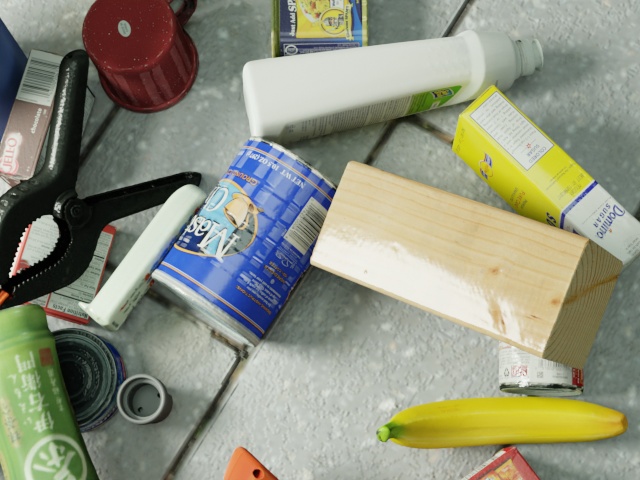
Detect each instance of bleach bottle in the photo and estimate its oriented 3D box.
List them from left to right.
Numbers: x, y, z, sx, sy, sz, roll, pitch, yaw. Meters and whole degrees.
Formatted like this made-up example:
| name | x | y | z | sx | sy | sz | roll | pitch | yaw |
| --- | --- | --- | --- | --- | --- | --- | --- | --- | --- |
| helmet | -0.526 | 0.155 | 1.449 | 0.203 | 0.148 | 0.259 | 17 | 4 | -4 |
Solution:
| name | x | y | z | sx | sy | sz | roll | pitch | yaw |
| --- | --- | --- | --- | --- | --- | --- | --- | --- | --- |
| bleach bottle | 0.062 | -0.134 | 0.907 | 0.250 | 0.102 | 0.068 | -11 | 84 | -5 |

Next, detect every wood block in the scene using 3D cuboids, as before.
| name | x | y | z | sx | sy | sz | roll | pitch | yaw |
| --- | --- | --- | --- | --- | --- | --- | --- | --- | --- |
| wood block | 0.108 | 0.016 | 0.817 | 0.206 | 0.090 | 0.090 | 21 | 89 | 33 |

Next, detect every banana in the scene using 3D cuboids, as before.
| name | x | y | z | sx | sy | sz | roll | pitch | yaw |
| --- | --- | --- | --- | --- | --- | --- | --- | --- | --- |
| banana | 0.137 | 0.147 | 0.843 | 0.197 | 0.069 | 0.037 | -3 | 100 | -5 |

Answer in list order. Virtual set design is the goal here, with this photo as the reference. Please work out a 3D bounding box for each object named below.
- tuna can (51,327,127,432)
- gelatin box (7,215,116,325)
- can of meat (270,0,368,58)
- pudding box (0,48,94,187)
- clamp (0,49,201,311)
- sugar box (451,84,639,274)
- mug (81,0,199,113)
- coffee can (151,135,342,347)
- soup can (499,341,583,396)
| name | x | y | z | sx | sy | sz | roll | pitch | yaw |
| --- | --- | --- | --- | --- | --- | --- | --- | --- | --- |
| tuna can | -0.206 | 0.116 | 0.888 | 0.086 | 0.034 | 0.086 | -1 | 77 | 3 |
| gelatin box | -0.221 | 0.020 | 0.899 | 0.073 | 0.030 | 0.089 | 20 | 78 | -24 |
| can of meat | -0.001 | -0.204 | 0.940 | 0.084 | 0.057 | 0.102 | -1 | 77 | 1 |
| pudding box | -0.234 | -0.093 | 0.911 | 0.039 | 0.090 | 0.113 | 15 | 77 | 5 |
| clamp | -0.207 | -0.037 | 0.857 | 0.209 | 0.164 | 0.036 | -48 | 35 | -20 |
| sugar box | 0.185 | -0.040 | 0.870 | 0.048 | 0.093 | 0.176 | -41 | 77 | -6 |
| mug | -0.150 | -0.177 | 0.929 | 0.093 | 0.081 | 0.117 | 42 | 82 | 12 |
| coffee can | -0.056 | 0.001 | 0.870 | 0.103 | 0.103 | 0.140 | 33 | 81 | 10 |
| soup can | 0.178 | 0.071 | 0.857 | 0.068 | 0.068 | 0.102 | 2 | 77 | 4 |
